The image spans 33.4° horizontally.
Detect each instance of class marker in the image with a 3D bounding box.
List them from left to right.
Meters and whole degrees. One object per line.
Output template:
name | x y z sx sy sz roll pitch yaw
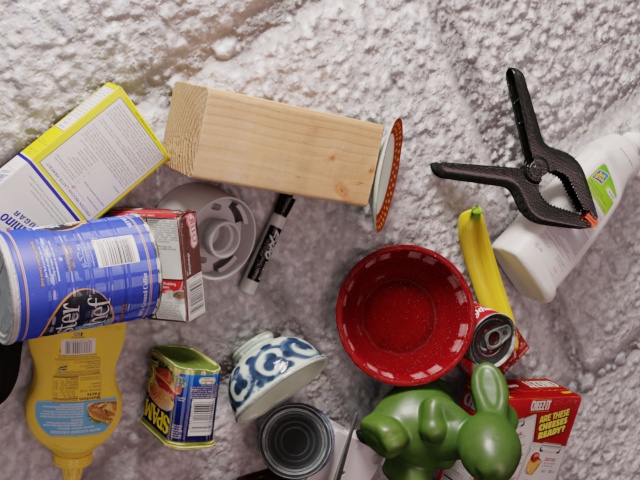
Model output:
marker | -0.058 0.001 1.170 0.020 0.020 0.121 24 90 -32

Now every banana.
banana | 0.200 0.041 1.296 0.037 0.069 0.198 -17 109 7

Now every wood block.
wood block | -0.049 -0.100 1.107 0.205 0.091 0.090 8 98 -30

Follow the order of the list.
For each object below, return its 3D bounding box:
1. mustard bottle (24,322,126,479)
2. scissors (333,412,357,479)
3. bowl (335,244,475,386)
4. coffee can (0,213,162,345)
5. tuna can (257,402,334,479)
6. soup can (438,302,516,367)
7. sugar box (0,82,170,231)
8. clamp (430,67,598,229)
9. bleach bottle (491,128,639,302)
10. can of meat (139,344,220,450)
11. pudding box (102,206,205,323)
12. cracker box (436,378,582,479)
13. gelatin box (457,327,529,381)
mustard bottle | -0.248 0.154 1.074 0.096 0.058 0.192 -1 106 -20
scissors | 0.017 0.304 1.226 0.201 0.016 0.096 -65 151 -20
bowl | 0.095 0.087 1.234 0.162 0.055 0.162 0 84 -4
coffee can | -0.230 0.033 0.984 0.140 0.103 0.103 -9 107 -31
tuna can | -0.027 0.227 1.207 0.086 0.033 0.086 -1 82 6
soup can | 0.177 0.106 1.279 0.068 0.102 0.068 -8 106 -28
sugar box | -0.241 -0.063 1.036 0.176 0.048 0.093 -40 120 -11
clamp | 0.242 -0.079 1.276 0.164 0.036 0.210 -43 96 -9
bleach bottle | 0.330 -0.043 1.352 0.250 0.068 0.102 -45 117 -15
can of meat | -0.145 0.161 1.114 0.057 0.102 0.084 4 98 -30
pudding box | -0.167 0.024 1.073 0.039 0.090 0.113 -31 121 -62
cracker box | 0.227 0.284 1.350 0.163 0.072 0.214 5 105 -41
gelatin box | 0.214 0.139 1.350 0.089 0.030 0.073 -44 119 -14
